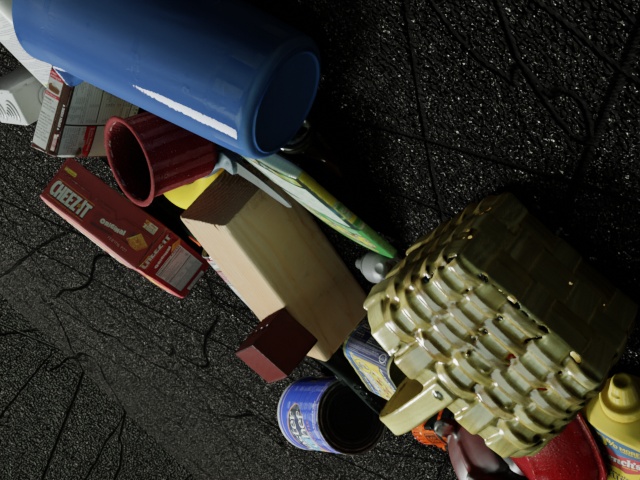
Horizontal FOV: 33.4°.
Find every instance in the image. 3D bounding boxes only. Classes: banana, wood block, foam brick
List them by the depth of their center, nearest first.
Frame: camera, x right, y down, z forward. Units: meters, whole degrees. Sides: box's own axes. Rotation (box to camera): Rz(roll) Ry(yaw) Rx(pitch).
[{"bbox_3d":[-0.048,0.113,1.129,0.051,0.053,0.078,43,157,-5],"label":"foam brick"},{"bbox_3d":[-0.045,0.023,1.148,0.091,0.090,0.206,12,144,51],"label":"wood block"},{"bbox_3d":[-0.141,-0.066,1.222,0.198,0.037,0.069,-22,86,63],"label":"banana"}]

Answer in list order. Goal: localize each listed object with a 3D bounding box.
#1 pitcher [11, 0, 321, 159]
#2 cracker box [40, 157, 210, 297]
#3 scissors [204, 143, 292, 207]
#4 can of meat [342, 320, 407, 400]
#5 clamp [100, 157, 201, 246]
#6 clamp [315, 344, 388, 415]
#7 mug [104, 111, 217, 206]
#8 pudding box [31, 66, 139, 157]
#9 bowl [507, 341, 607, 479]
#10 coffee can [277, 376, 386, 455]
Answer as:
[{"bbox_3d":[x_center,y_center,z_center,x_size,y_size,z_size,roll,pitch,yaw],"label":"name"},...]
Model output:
[{"bbox_3d":[-0.122,-0.172,0.874,0.243,0.145,0.149,29,168,21],"label":"pitcher"},{"bbox_3d":[-0.249,-0.010,1.387,0.164,0.072,0.213,35,175,14],"label":"cracker box"},{"bbox_3d":[-0.094,-0.069,1.082,0.202,0.016,0.096,47,149,27],"label":"scissors"},{"bbox_3d":[0.083,0.144,1.207,0.084,0.057,0.102,20,149,49],"label":"can of meat"},{"bbox_3d":[-0.209,-0.057,1.341,0.172,0.039,0.120,32,170,23],"label":"clamp"},{"bbox_3d":[0.034,0.156,1.294,0.210,0.036,0.165,47,-178,-20],"label":"clamp"},{"bbox_3d":[-0.163,-0.091,1.073,0.117,0.081,0.093,0,111,56],"label":"mug"},{"bbox_3d":[-0.239,-0.133,1.111,0.039,0.090,0.113,27,-161,25],"label":"pudding box"},{"bbox_3d":[0.195,0.169,0.986,0.162,0.055,0.162,59,174,9],"label":"bowl"},{"bbox_3d":[0.014,0.233,1.432,0.102,0.102,0.140,46,158,-11],"label":"coffee can"}]
